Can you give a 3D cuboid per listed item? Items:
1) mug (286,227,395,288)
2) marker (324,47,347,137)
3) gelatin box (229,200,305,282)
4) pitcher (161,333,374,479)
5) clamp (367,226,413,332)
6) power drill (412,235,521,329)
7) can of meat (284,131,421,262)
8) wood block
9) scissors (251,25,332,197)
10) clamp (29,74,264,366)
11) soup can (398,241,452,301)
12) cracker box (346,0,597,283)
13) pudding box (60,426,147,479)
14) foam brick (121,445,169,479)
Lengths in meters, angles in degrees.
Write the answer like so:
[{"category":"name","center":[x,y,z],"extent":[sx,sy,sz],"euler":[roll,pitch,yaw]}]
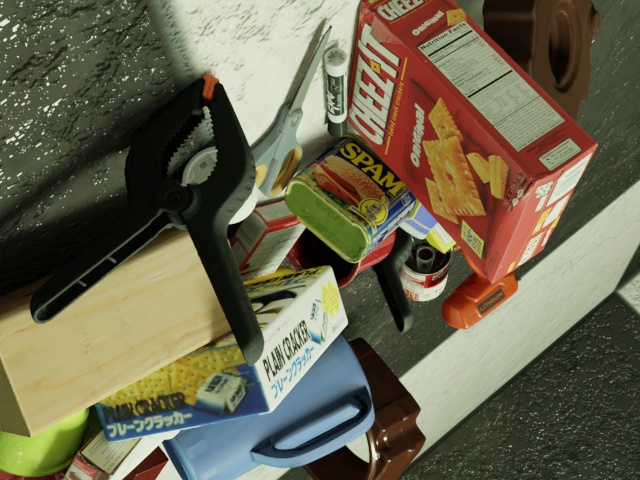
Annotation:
[{"category":"mug","center":[0.015,-0.003,1.096],"extent":[0.117,0.093,0.081],"euler":[-18,-176,38]},{"category":"marker","center":[0.014,-0.125,0.922],"extent":[0.020,0.020,0.121],"euler":[-37,160,-14]},{"category":"gelatin box","center":[-0.057,0.001,1.038],"extent":[0.073,0.030,0.089],"euler":[-17,150,-51]},{"category":"pitcher","center":[-0.063,0.205,1.272],"extent":[0.242,0.145,0.149],"euler":[-28,178,-18]},{"category":"clamp","center":[0.046,0.018,1.164],"extent":[0.039,0.120,0.171],"euler":[116,-14,-48]},{"category":"power drill","center":[0.163,0.016,1.309],"extent":[0.184,0.057,0.187],"euler":[-34,123,-17]},{"category":"can of meat","center":[0.029,-0.040,0.985],"extent":[0.083,0.102,0.057],"euler":[-41,164,-34]},{"category":"wood block","center":[-0.166,0.062,0.824],"extent":[0.205,0.090,0.091],"euler":[-26,-167,-36]},{"category":"scissors","center":[-0.040,-0.091,0.894],"extent":[0.096,0.016,0.202],"euler":[-34,159,-26]},{"category":"clamp","center":[-0.110,-0.020,0.751],"extent":[0.164,0.210,0.036],"euler":[4,160,5]},{"category":"soup can","center":[0.136,0.033,1.407],"extent":[0.068,0.068,0.102],"euler":[-37,160,-13]},{"category":"cracker box","center":[0.112,-0.091,0.887],"extent":[0.072,0.214,0.164],"euler":[-32,158,-20]},{"category":"pudding box","center":[-0.192,0.199,0.925],"extent":[0.090,0.039,0.113],"euler":[-58,180,21]},{"category":"foam brick","center":[-0.225,0.268,1.251],"extent":[0.052,0.051,0.078],"euler":[-16,147,-49]}]
